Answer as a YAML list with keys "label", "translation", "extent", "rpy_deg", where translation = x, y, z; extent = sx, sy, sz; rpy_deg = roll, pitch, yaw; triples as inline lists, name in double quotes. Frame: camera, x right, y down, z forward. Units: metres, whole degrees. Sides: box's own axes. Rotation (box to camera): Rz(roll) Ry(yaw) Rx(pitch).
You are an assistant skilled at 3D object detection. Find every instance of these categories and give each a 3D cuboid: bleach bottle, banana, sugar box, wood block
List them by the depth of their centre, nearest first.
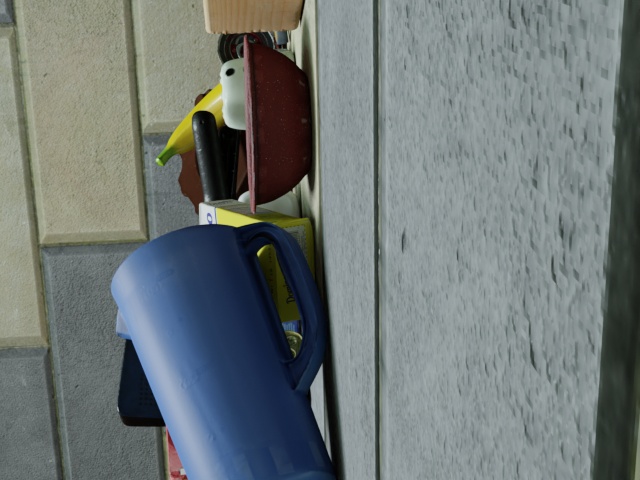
- label: "wood block"
  translation: [-0.059, -0.251, 0.916]
  extent: [0.206, 0.090, 0.090]
  rpy_deg: [128, 138, -82]
- label: "sugar box"
  translation: [-0.065, 0.016, 1.029]
  extent: [0.176, 0.048, 0.093]
  rpy_deg: [13, 108, 58]
- label: "banana"
  translation: [-0.112, -0.155, 1.228]
  extent: [0.198, 0.037, 0.069]
  rpy_deg: [-39, 24, 28]
- label: "bleach bottle"
  translation: [-0.058, 0.002, 1.235]
  extent: [0.251, 0.068, 0.102]
  rpy_deg: [127, 140, -86]

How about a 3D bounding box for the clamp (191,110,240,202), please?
- label: "clamp"
  translation: [-0.108, -0.038, 1.174]
  extent: [0.164, 0.036, 0.210]
  rpy_deg: [-48, -44, -80]

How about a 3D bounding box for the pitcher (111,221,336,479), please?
- label: "pitcher"
  translation: [-0.070, 0.110, 0.881]
  extent: [0.243, 0.144, 0.149]
  rpy_deg: [65, 153, 29]

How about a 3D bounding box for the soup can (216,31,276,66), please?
- label: "soup can"
  translation: [-0.086, -0.226, 1.286]
  extent: [0.102, 0.068, 0.068]
  rpy_deg: [-86, -6, -86]

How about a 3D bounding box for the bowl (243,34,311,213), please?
- label: "bowl"
  translation: [-0.039, -0.106, 0.969]
  extent: [0.162, 0.055, 0.162]
  rpy_deg: [177, 90, -85]

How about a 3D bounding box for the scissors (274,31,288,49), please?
- label: "scissors"
  translation: [-0.047, -0.240, 1.234]
  extent: [0.202, 0.016, 0.096]
  rpy_deg: [84, 176, -67]
